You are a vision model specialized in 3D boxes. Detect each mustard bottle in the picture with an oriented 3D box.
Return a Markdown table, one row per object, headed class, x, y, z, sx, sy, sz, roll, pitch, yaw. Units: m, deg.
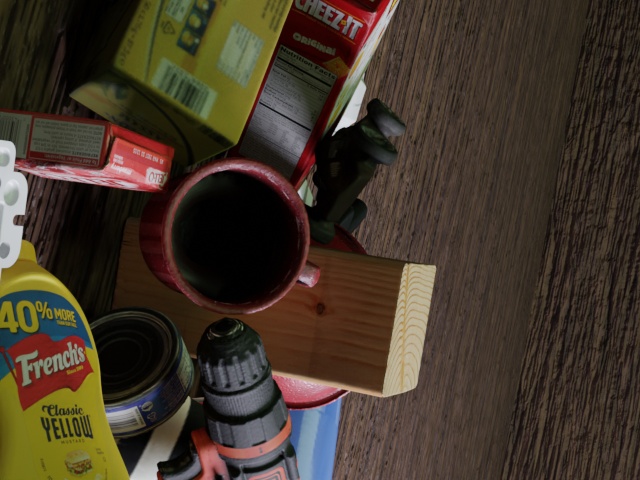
| class | x | y | z | sx | sy | sz | roll | pitch | yaw |
| --- | --- | --- | --- | --- | --- | --- | --- | --- | --- |
| mustard bottle | -0.158 | 0.075 | 0.570 | 0.096 | 0.058 | 0.192 | 9 | 58 | -55 |

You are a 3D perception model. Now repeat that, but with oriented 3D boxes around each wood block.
| class | x | y | z | sx | sy | sz | roll | pitch | yaw |
| --- | --- | --- | --- | --- | --- | --- | --- | --- | --- |
| wood block | -0.034 | 0.044 | 0.757 | 0.090 | 0.206 | 0.091 | 7 | 92 | -70 |

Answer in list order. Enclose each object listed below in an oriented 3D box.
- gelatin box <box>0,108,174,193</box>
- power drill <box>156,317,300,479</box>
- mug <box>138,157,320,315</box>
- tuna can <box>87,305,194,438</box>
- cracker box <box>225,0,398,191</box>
| class | x | y | z | sx | sy | sz | roll | pitch | yaw |
| --- | --- | --- | --- | --- | --- | --- | --- | --- | --- |
| gelatin box | -0.138 | -0.049 | 0.602 | 0.073 | 0.089 | 0.030 | 20 | 79 | -70 |
| power drill | -0.104 | 0.147 | 0.654 | 0.057 | 0.187 | 0.184 | -125 | -160 | -57 |
| mug | -0.054 | 0.001 | 0.667 | 0.082 | 0.117 | 0.093 | 4 | -107 | 66 |
| tuna can | -0.128 | 0.084 | 0.696 | 0.034 | 0.086 | 0.086 | 76 | 30 | -44 |
| cracker box | 0.004 | -0.156 | 0.859 | 0.164 | 0.072 | 0.214 | -61 | 179 | -44 |
